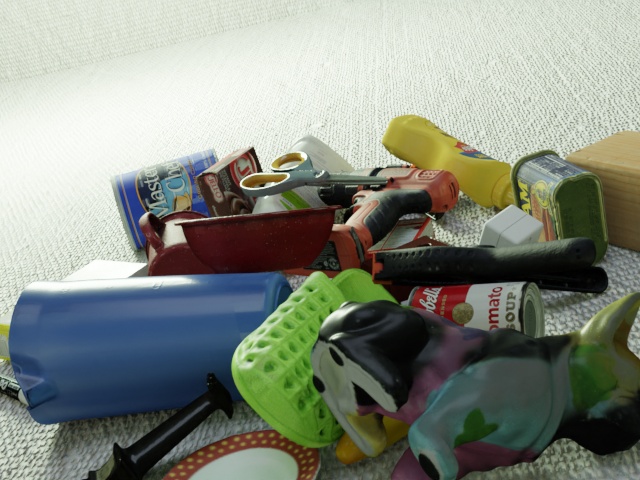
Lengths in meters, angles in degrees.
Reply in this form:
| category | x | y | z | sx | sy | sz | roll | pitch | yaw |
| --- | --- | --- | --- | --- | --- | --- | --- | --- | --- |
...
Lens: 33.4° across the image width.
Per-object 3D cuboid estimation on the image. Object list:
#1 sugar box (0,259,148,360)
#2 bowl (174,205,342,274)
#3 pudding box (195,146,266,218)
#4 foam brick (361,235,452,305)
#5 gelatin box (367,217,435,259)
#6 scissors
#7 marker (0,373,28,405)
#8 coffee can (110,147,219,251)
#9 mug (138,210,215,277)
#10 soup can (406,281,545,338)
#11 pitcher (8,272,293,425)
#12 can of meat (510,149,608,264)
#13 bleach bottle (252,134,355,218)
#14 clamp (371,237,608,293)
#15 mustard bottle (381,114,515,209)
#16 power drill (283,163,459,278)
| category | x | y | z | sx | sy | sz | roll | pitch | yaw |
| --- | --- | --- | --- | --- | --- | --- | --- | --- | --- |
| sugar box | -0.277 | 0.078 | 1.195 | 0.093 | 0.048 | 0.175 | 3 | 23 | 36 |
| bowl | -0.057 | 0.001 | 1.016 | 0.162 | 0.055 | 0.162 | -5 | 1 | 0 |
| pudding box | -0.096 | -0.046 | 1.296 | 0.039 | 0.113 | 0.089 | -7 | 21 | 33 |
| foam brick | 0.088 | 0.036 | 1.046 | 0.078 | 0.051 | 0.053 | -23 | 22 | -20 |
| gelatin box | 0.078 | 0.007 | 1.159 | 0.073 | 0.030 | 0.089 | -6 | 23 | 25 |
| scissors | 0.002 | -0.079 | 1.204 | 0.202 | 0.016 | 0.096 | -5 | 31 | 30 |
| marker | -0.319 | 0.146 | 1.080 | 0.020 | 0.020 | 0.121 | -30 | 26 | -36 |
| coffee can | -0.193 | -0.054 | 1.398 | 0.140 | 0.103 | 0.103 | -17 | 20 | -6 |
| mug | -0.157 | 0.016 | 1.182 | 0.093 | 0.117 | 0.081 | -36 | 23 | 10 |
| soup can | 0.132 | 0.070 | 0.902 | 0.102 | 0.068 | 0.068 | -4 | 23 | 27 |
| pitcher | -0.142 | 0.087 | 0.966 | 0.243 | 0.149 | 0.145 | -6 | -22 | 13 |
| can of meat | 0.236 | -0.029 | 1.047 | 0.057 | 0.102 | 0.084 | -19 | 23 | -12 |
| bleach bottle | -0.037 | -0.038 | 1.262 | 0.068 | 0.102 | 0.250 | -53 | 0 | 33 |
| clamp | 0.146 | 0.022 | 0.925 | 0.210 | 0.036 | 0.164 | 1 | -12 | 12 |
| mustard bottle | 0.167 | -0.086 | 1.252 | 0.192 | 0.058 | 0.096 | 35 | 16 | 38 |
| power drill | 0.032 | -0.027 | 1.154 | 0.185 | 0.057 | 0.187 | 1 | 28 | 40 |
